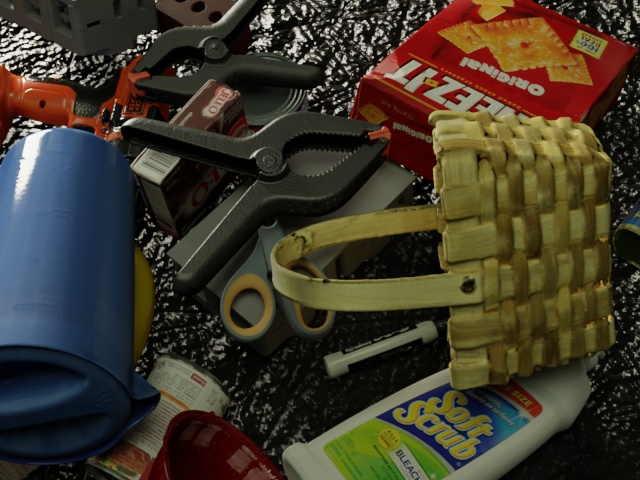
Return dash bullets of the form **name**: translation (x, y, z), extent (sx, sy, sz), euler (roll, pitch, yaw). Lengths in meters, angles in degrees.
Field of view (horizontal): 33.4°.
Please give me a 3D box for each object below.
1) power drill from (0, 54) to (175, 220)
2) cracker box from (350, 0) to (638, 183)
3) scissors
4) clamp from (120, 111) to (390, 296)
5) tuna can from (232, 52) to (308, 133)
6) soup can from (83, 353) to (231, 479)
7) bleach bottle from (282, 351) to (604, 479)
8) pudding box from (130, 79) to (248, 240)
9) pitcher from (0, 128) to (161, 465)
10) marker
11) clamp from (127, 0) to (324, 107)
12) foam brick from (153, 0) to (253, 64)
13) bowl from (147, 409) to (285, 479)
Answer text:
- **power drill**: translation (-0.232, -0.094, 0.965), extent (0.187, 0.057, 0.184), euler (5, 55, 4)
- **cracker box**: translation (0.151, -0.128, 0.912), extent (0.164, 0.072, 0.213), euler (30, 48, 19)
- **scissors**: translation (-0.056, 0.001, 0.842), extent (0.096, 0.016, 0.202), euler (-24, 60, -11)
- **clamp**: translation (-0.042, -0.043, 0.835), extent (0.210, 0.036, 0.164), euler (-10, 61, -8)
- **tuna can**: translation (-0.054, -0.131, 0.984), extent (0.086, 0.034, 0.086), euler (-2, 59, 3)
- **soup can**: translation (-0.121, 0.145, 0.804), extent (0.068, 0.068, 0.102), euler (24, 63, 18)
- **bleach bottle**: translation (0.102, 0.135, 0.796), extent (0.250, 0.068, 0.103), euler (-31, 62, -16)
- **pudding box**: translation (-0.107, -0.069, 0.919), extent (0.039, 0.090, 0.113), euler (31, 67, 23)
- **pitcher**: translation (-0.207, 0.029, 0.781), extent (0.145, 0.149, 0.243), euler (-26, 42, 19)
- **marker**: translation (0.062, 0.082, 0.855), extent (0.121, 0.020, 0.020), euler (-19, 59, -7)
- **clamp**: translation (-0.084, -0.158, 0.954), extent (0.171, 0.039, 0.120), euler (-31, 66, -14)
- **foam brick**: translation (-0.113, -0.207, 1.025), extent (0.078, 0.051, 0.053), euler (33, 67, 21)
- **bowl**: translation (-0.070, 0.199, 0.737), extent (0.055, 0.161, 0.162), euler (-38, 59, 15)
